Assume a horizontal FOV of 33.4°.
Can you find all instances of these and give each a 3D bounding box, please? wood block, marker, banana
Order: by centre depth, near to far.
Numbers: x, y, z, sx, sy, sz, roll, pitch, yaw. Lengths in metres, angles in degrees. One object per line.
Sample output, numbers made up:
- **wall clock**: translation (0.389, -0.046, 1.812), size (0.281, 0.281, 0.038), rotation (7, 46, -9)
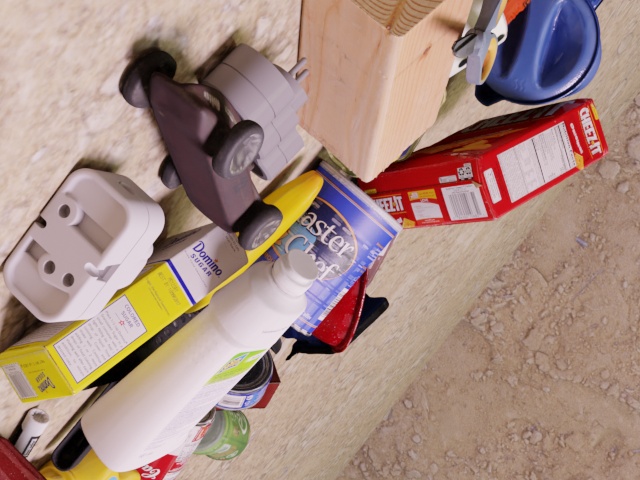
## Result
- **wood block**: translation (0.044, -0.144, 0.808), size (0.090, 0.090, 0.206), rotation (-43, 165, -20)
- **marker**: translation (-0.262, 0.190, 0.904), size (0.121, 0.020, 0.020), rotation (-55, 165, 25)
- **banana**: translation (-0.069, 0.007, 0.941), size (0.070, 0.037, 0.197), rotation (-20, -159, 51)

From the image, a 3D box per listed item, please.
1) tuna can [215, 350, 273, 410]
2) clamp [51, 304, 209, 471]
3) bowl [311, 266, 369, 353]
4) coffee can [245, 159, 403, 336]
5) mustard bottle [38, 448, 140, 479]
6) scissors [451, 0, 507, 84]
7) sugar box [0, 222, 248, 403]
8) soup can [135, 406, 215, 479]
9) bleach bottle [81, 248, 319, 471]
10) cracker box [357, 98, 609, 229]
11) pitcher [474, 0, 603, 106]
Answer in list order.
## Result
- **tuna can**: translation (-0.095, 0.137, 1.141), size (0.086, 0.086, 0.034), rotation (-36, 159, -42)
- **clamp**: translation (-0.165, 0.118, 0.976), size (0.209, 0.036, 0.165), rotation (-36, 161, -44)
- **bowl**: translation (0.005, 0.038, 1.150), size (0.162, 0.055, 0.162), rotation (-171, -90, -78)
- **coffee can**: translation (-0.004, 0.007, 1.037), size (0.140, 0.103, 0.102), rotation (-49, 166, 3)
- **mustard bottle**: translation (-0.240, 0.248, 1.047), size (0.096, 0.058, 0.191), rotation (-42, 166, -8)
- **scissors**: translation (0.120, -0.164, 0.791), size (0.201, 0.016, 0.096), rotation (8, 99, -78)
- **sugar box**: translation (-0.141, 0.050, 0.778), size (0.175, 0.048, 0.094), rotation (-35, -168, -36)
- **soup can**: translation (-0.164, 0.208, 1.154), size (0.102, 0.068, 0.068), rotation (-57, 164, 27)
- **bleach bottle**: translation (-0.085, 0.088, 0.836), size (0.251, 0.068, 0.102), rotation (-43, 167, 32)
- **cracker box**: translation (0.170, -0.080, 1.112), size (0.213, 0.072, 0.164), rotation (-28, -166, -40)
- **pitcher**: translation (0.257, -0.222, 1.181), size (0.242, 0.149, 0.145), rotation (-19, 105, -71)
